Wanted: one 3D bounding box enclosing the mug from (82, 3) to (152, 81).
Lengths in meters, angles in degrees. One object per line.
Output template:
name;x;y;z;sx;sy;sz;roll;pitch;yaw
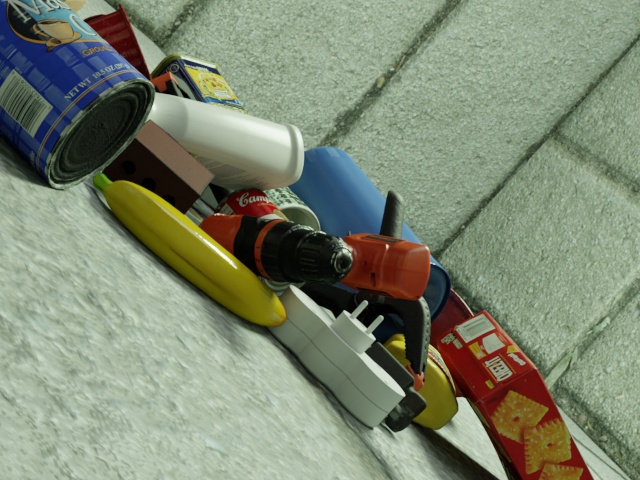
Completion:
mug;-0.242;-0.208;1.170;0.093;0.081;0.117;77;-12;-53

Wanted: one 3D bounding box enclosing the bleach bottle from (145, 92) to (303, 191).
bleach bottle;-0.127;-0.102;1.023;0.250;0.103;0.068;15;70;-55

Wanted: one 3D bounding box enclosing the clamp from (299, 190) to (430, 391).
clamp;0.040;0.064;1.068;0.036;0.164;0.210;55;12;-58

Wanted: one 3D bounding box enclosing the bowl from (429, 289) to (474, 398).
bowl;0.133;0.128;1.280;0.162;0.055;0.162;46;-31;38

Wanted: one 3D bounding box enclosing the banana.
banana;-0.098;0.010;0.848;0.197;0.037;0.069;41;7;-14

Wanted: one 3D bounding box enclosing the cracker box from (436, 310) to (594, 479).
cracker box;0.207;0.198;1.092;0.213;0.072;0.164;61;0;-19

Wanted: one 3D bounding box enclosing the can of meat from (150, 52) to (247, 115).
can of meat;-0.143;-0.168;1.266;0.084;0.057;0.101;55;24;21

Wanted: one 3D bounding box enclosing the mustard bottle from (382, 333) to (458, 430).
mustard bottle;0.104;0.144;1.147;0.096;0.058;0.191;44;5;4

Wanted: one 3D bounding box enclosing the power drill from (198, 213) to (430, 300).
power drill;0.009;0.014;0.941;0.187;0.057;0.185;12;1;-42

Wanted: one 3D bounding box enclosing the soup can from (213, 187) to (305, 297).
soup can;-0.057;0.001;1.068;0.068;0.068;0.102;37;8;-47

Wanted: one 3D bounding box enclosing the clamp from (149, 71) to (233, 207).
clamp;-0.136;-0.123;1.165;0.120;0.039;0.171;-112;176;-52

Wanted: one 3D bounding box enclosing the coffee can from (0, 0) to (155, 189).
coffee can;-0.204;-0.121;0.766;0.140;0.103;0.102;43;5;9

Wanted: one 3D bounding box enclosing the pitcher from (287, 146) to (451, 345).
pitcher;0.039;0.008;1.241;0.144;0.149;0.243;13;32;-39

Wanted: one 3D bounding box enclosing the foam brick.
foam brick;-0.140;-0.055;0.915;0.078;0.053;0.051;41;24;-7
